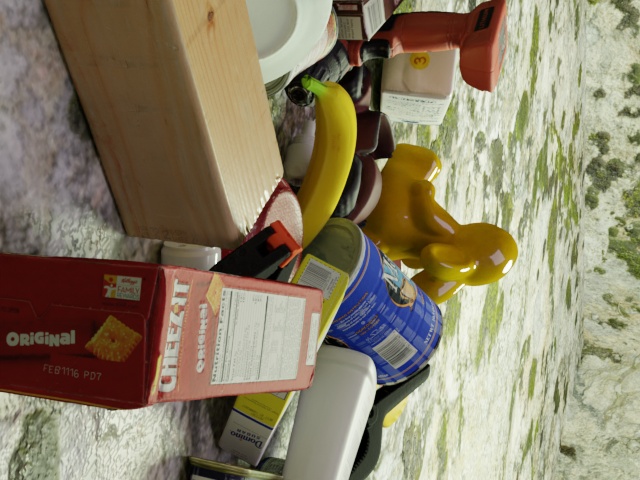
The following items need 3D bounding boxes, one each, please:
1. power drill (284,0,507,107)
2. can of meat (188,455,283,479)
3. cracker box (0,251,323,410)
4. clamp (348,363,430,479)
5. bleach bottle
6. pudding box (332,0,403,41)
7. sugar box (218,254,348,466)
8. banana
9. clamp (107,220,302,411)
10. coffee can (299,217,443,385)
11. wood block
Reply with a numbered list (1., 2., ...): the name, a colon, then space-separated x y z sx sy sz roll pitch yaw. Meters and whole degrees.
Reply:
1. power drill: 0.071 -0.176 0.979 0.184 0.188 0.057 -66 156 -47
2. can of meat: -0.078 0.228 0.883 0.102 0.057 0.084 41 60 -66
3. cracker box: -0.111 0.048 0.586 0.213 0.164 0.072 15 80 -70
4. clamp: 0.045 0.176 1.101 0.164 0.036 0.210 36 60 -37
5. bleach bottle: -0.009 0.226 0.948 0.102 0.068 0.250 82 21 -57
6. pudding box: 0.018 -0.217 0.966 0.113 0.090 0.039 -53 142 -53
7. sugar box: -0.033 0.102 0.886 0.093 0.048 0.176 -60 178 -46
8. banana: -0.004 -0.064 0.947 0.069 0.037 0.198 -9 128 -26
9. clamp: -0.080 0.056 0.731 0.120 0.039 0.172 -21 152 -56
10. coffee can: 0.036 0.059 1.007 0.140 0.103 0.102 43 52 -36
11. wood block: -0.096 -0.104 0.692 0.090 0.090 0.206 -62 151 -43
